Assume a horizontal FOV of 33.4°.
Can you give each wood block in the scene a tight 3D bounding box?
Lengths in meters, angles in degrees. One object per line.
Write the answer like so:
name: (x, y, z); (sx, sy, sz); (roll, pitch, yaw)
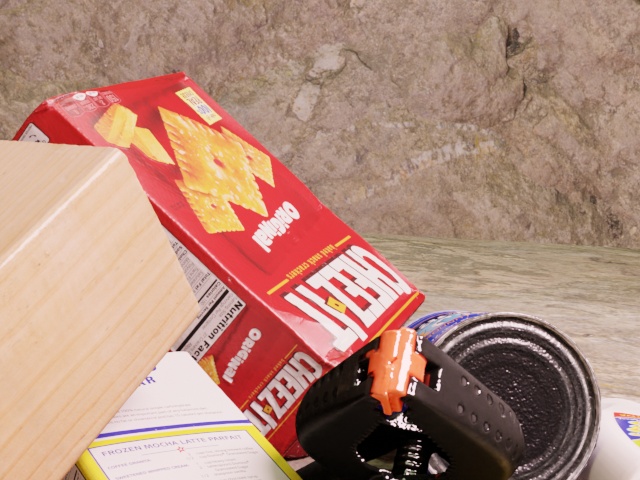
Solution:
wood block: (-0.148, 0.058, 0.395); (0.091, 0.090, 0.205); (7, 44, 34)

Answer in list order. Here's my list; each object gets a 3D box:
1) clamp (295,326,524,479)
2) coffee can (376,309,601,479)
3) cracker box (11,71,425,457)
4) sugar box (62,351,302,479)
clamp: (0.031, 0.099, 0.474); (0.165, 0.036, 0.210); (0, -32, 18)
coffee can: (0.090, 0.092, 0.619); (0.102, 0.103, 0.140); (4, -4, -5)
cracker box: (-0.054, 0.001, 0.605); (0.214, 0.072, 0.164); (42, 22, 6)
sugar box: (-0.058, 0.110, 0.447); (0.093, 0.048, 0.176); (1, 23, -38)
